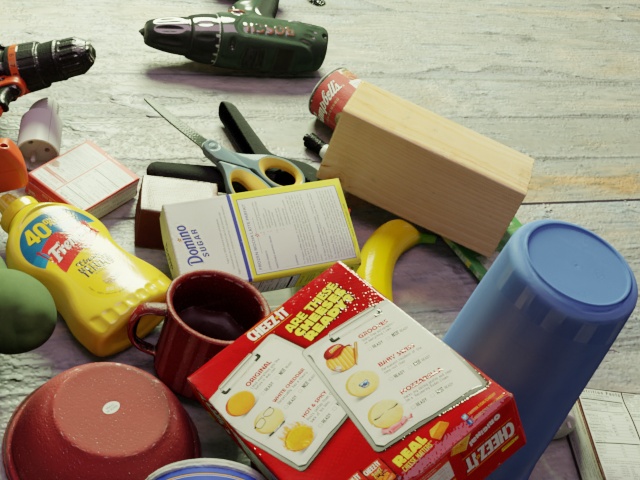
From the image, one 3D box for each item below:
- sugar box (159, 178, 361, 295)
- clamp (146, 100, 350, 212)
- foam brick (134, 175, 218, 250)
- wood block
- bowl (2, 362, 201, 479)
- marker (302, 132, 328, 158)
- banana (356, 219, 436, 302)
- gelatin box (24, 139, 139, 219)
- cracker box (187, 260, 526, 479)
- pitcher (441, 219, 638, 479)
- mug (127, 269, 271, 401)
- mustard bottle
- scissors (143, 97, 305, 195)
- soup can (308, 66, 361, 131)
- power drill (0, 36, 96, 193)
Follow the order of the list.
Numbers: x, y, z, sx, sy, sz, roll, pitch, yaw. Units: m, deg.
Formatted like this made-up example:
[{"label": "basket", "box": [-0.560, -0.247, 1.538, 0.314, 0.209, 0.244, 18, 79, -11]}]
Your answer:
[{"label": "sugar box", "box": [-0.057, 0.001, 1.008, 0.176, 0.048, 0.093, -10, 68, -16]}, {"label": "clamp", "box": [-0.069, -0.063, 1.135, 0.210, 0.036, 0.164, 33, 44, 15]}, {"label": "foam brick", "box": [-0.143, -0.025, 1.056, 0.078, 0.053, 0.051, 7, 43, -15]}, {"label": "wood block", "box": [0.113, -0.078, 1.143, 0.206, 0.091, 0.090, 25, 34, 3]}, {"label": "bowl", "box": [-0.171, 0.152, 0.857, 0.162, 0.055, 0.162, 11, 42, -10]}, {"label": "marker", "box": [0.028, -0.085, 1.207, 0.121, 0.020, 0.020, 37, 45, 19]}, {"label": "banana", "box": [0.069, 0.033, 1.085, 0.069, 0.037, 0.197, 23, 42, 4]}, {"label": "gelatin box", "box": [-0.238, -0.055, 1.070, 0.073, 0.030, 0.089, 35, 44, 15]}, {"label": "cracker box", "box": [0.024, 0.131, 0.822, 0.164, 0.072, 0.214, -37, 43, -15]}, {"label": "pitcher", "box": [0.166, 0.094, 0.902, 0.144, 0.243, 0.149, -3, 47, -26]}, {"label": "mug", "box": [-0.109, 0.083, 0.925, 0.117, 0.082, 0.093, 10, 38, -17]}, {"label": "mustard bottle", "box": [-0.229, 0.018, 0.975, 0.192, 0.058, 0.096, 38, 50, 20]}, {"label": "scissors", "box": [-0.093, -0.096, 1.118, 0.096, 0.016, 0.202, -23, 62, -32]}, {"label": "soup can", "box": [0.045, -0.146, 1.241, 0.102, 0.069, 0.068, 42, 46, 22]}, {"label": "power drill", "box": [-0.316, -0.125, 1.053, 0.184, 0.057, 0.187, -13, 44, 9]}]
